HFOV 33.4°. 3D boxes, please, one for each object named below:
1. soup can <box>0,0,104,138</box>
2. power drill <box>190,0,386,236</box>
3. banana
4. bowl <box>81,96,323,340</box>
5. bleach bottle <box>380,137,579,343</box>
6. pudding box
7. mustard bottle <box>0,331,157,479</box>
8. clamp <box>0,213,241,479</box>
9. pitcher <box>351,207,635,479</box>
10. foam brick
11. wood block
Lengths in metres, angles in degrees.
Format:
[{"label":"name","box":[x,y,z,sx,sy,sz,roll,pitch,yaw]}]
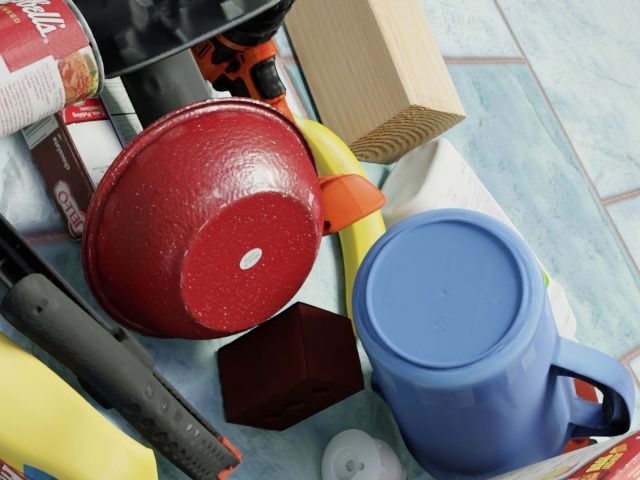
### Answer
[{"label":"soup can","box":[-0.181,-0.091,0.588,0.102,0.069,0.068,-31,90,-28]},{"label":"power drill","box":[-0.026,-0.094,0.738,0.057,0.185,0.187,-27,93,-20]},{"label":"banana","box":[0.019,-0.016,0.842,0.069,0.037,0.198,-10,70,-35]},{"label":"bowl","box":[-0.054,0.001,0.624,0.161,0.162,0.055,17,15,-44]},{"label":"bleach bottle","box":[0.153,0.031,0.945,0.250,0.068,0.102,47,44,-21]},{"label":"pudding box","box":[-0.137,-0.061,0.677,0.089,0.039,0.113,-16,80,-56]},{"label":"mustard bottle","box":[-0.136,0.094,0.508,0.191,0.096,0.058,44,57,-21]},{"label":"clamp","box":[-0.109,0.066,0.557,0.210,0.036,0.165,50,-9,-23]},{"label":"pitcher","box":[0.105,0.076,0.685,0.145,0.149,0.242,58,-1,27]},{"label":"foam brick","box":[-0.019,0.082,0.679,0.052,0.078,0.051,20,49,-42]},{"label":"wood block","box":[0.036,-0.180,0.936,0.090,0.091,0.206,3,62,-51]}]
